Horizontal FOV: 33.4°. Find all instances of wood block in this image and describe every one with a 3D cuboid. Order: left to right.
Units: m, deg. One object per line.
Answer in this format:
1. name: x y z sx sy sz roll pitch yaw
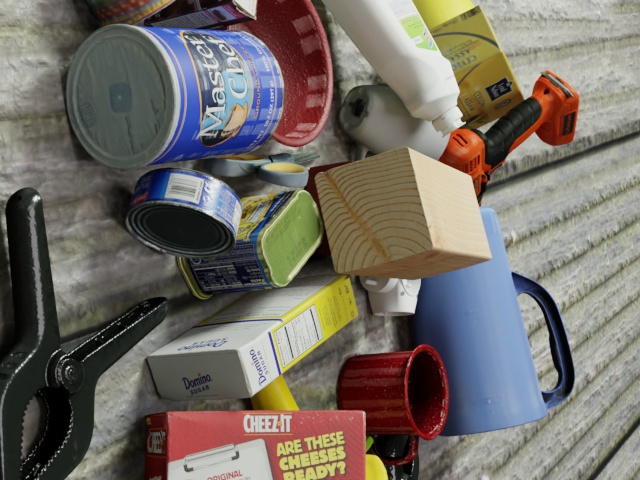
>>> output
1. wood block: 0.081 -0.018 0.978 0.205 0.090 0.091 8 68 -67

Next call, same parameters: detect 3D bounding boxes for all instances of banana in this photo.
1. banana: -0.016 0.172 0.966 0.197 0.037 0.069 46 42 -43

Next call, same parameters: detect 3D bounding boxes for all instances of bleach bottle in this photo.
1. bleach bottle: 0.063 -0.213 1.059 0.251 0.068 0.102 57 35 -2

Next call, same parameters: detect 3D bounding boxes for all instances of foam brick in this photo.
1. foam brick: 0.017 -0.030 1.040 0.051 0.053 0.078 43 50 -46

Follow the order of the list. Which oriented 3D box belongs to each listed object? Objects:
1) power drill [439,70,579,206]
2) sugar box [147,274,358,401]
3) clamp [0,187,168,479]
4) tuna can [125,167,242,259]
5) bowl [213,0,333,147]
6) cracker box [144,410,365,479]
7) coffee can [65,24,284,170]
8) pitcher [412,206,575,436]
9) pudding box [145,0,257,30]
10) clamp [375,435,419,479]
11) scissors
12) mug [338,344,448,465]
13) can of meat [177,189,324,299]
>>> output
1. power drill: 0.215 -0.099 1.246 0.187 0.057 0.184 -37 153 -14
2. sugar box: -0.051 0.078 0.876 0.175 0.093 0.048 -35 112 -54
3. clamp: -0.185 0.080 0.715 0.164 0.036 0.210 53 43 -39
4. tuna can: -0.104 -0.020 0.817 0.086 0.086 0.033 43 48 -46
5. bowl: -0.053 -0.159 0.952 0.161 0.055 0.162 16 70 -55
6. cracker box: -0.050 0.237 0.809 0.164 0.072 0.214 4 79 -25
7. coffee can: -0.107 -0.111 0.813 0.140 0.103 0.103 -15 97 -58
8. pitcher: 0.172 0.088 1.177 0.148 0.145 0.243 -5 84 -46
9. pudding box: -0.093 -0.228 0.870 0.039 0.090 0.113 21 67 -55
10. clamp: 0.078 0.264 1.094 0.120 0.039 0.171 67 32 -45
11. scissors: -0.022 -0.066 0.958 0.201 0.096 0.016 -9 112 -55
12. mug: 0.071 0.164 1.061 0.093 0.082 0.117 16 71 -56
13. can of meat: -0.056 0.001 0.890 0.102 0.084 0.057 -53 127 -48
